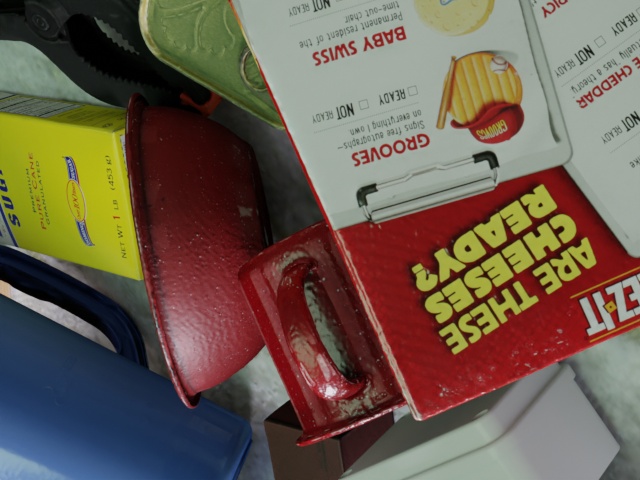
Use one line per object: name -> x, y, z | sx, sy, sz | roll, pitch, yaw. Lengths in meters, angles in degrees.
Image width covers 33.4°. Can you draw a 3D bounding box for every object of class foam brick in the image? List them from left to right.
foam brick -> 0.009, 0.125, 0.586 | 0.053, 0.051, 0.078 | 7, 114, 36

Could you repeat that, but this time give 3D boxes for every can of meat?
can of meat -> -0.015, -0.100, 0.480 | 0.102, 0.083, 0.057 | 32, 127, 24

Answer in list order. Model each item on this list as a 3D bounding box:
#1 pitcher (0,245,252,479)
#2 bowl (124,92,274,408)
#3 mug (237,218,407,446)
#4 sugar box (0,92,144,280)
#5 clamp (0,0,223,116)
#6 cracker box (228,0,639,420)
pitcher -> -0.165, 0.103, 0.640 | 0.243, 0.145, 0.149 | 23, 91, 2
bowl -> -0.054, 0.001, 0.542 | 0.055, 0.162, 0.162 | -10, 107, 0
mug -> 0.011, 0.034, 0.454 | 0.093, 0.117, 0.081 | -27, 84, 22
sugar box -> -0.165, -0.038, 0.658 | 0.176, 0.048, 0.093 | 9, 116, 35
clamp -> -0.145, -0.124, 0.575 | 0.210, 0.036, 0.165 | 35, 146, -2
cracker box -> 0.063, -0.070, 0.379 | 0.164, 0.072, 0.214 | -24, 89, 4
